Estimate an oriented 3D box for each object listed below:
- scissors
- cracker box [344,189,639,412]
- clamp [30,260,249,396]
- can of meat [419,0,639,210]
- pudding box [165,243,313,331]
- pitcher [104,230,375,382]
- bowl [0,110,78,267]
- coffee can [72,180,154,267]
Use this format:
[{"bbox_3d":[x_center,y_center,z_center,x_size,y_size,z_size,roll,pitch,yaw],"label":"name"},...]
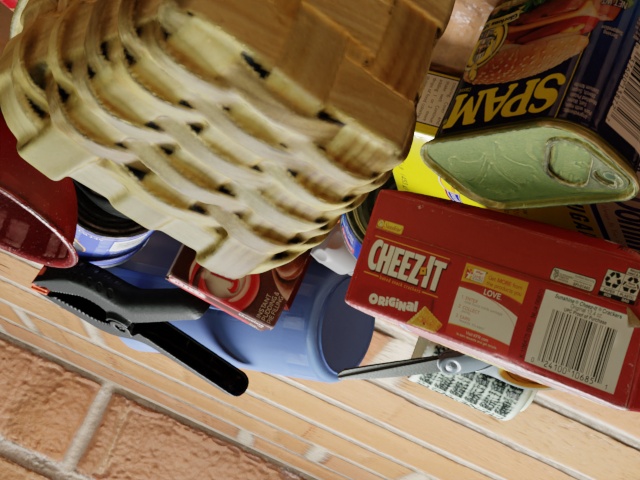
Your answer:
[{"bbox_3d":[0.114,0.083,0.856,0.202,0.016,0.096,4,124,6],"label":"scissors"},{"bbox_3d":[0.144,0.040,0.571,0.164,0.072,0.213,18,-179,41],"label":"cracker box"},{"bbox_3d":[-0.160,0.069,0.938,0.210,0.036,0.164,15,149,26],"label":"clamp"},{"bbox_3d":[0.104,-0.065,0.472,0.057,0.084,0.102,35,160,-27],"label":"can of meat"},{"bbox_3d":[-0.055,0.001,0.829,0.090,0.113,0.039,29,165,-11],"label":"pudding box"},{"bbox_3d":[-0.080,0.059,1.003,0.243,0.149,0.145,8,128,34],"label":"pitcher"},{"bbox_3d":[-0.220,-0.046,0.706,0.162,0.055,0.162,23,160,9],"label":"bowl"},{"bbox_3d":[-0.181,-0.038,0.903,0.102,0.102,0.140,28,162,-10],"label":"coffee can"}]
